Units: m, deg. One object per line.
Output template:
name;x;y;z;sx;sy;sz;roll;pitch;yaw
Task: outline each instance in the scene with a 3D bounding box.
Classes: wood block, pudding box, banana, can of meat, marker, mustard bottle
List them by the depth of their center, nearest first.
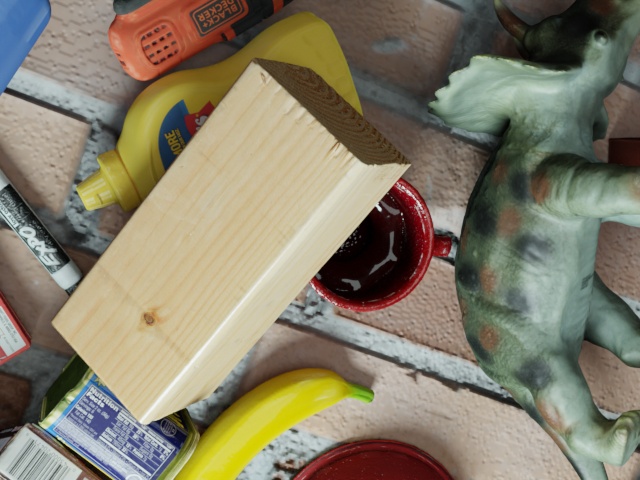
wood block;-0.055;0.001;0.640;0.091;0.090;0.206;45;109;13
pudding box;-0.168;0.166;0.686;0.113;0.090;0.039;44;59;-13
can of meat;-0.131;0.114;0.687;0.084;0.102;0.057;40;85;-13
mustard bottle;-0.070;-0.070;0.702;0.191;0.058;0.096;-27;124;-9
marker;-0.183;0.003;0.703;0.020;0.020;0.121;-38;104;-8
banana;-0.052;0.149;0.744;0.197;0.037;0.069;-39;104;-8

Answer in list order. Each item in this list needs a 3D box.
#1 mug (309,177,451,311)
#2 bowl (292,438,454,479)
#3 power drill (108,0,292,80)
mug;0.031;-0.003;0.726;0.117;0.082;0.093;3;95;-15
bowl;0.043;0.229;0.768;0.162;0.055;0.162;-2;97;-14
power drill;-0.080;-0.217;0.664;0.184;0.057;0.187;-34;119;-12
